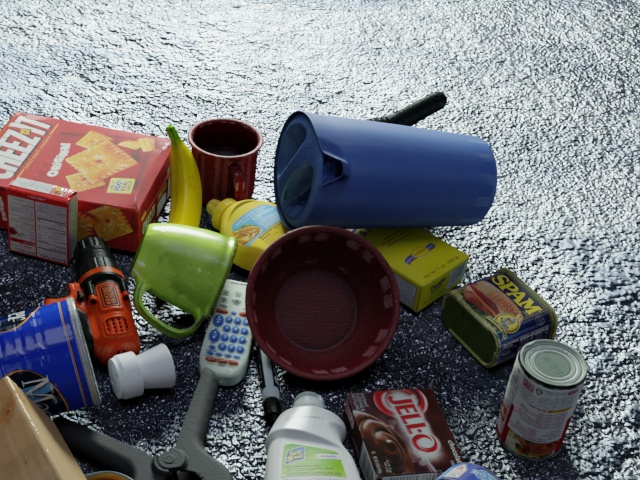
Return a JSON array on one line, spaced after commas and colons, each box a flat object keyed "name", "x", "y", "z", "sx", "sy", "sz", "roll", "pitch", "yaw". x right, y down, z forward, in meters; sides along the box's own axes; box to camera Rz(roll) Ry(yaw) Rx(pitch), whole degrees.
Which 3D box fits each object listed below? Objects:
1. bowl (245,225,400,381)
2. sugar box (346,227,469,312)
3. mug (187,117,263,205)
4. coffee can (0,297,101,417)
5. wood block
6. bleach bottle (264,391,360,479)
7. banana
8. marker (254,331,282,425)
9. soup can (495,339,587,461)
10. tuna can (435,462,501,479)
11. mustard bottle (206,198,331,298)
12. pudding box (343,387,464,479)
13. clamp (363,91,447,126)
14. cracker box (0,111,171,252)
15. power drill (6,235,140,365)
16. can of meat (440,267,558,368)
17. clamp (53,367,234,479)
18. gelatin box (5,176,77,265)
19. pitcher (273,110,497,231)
[{"name": "bowl", "x": -0.001, "y": 0.068, "z": 1.115, "sx": 0.162, "sy": 0.055, "sz": 0.162, "roll": 2, "pitch": 77, "yaw": -8}, {"name": "sugar box", "x": 0.077, "y": 0.008, "z": 1.254, "sx": 0.176, "sy": 0.048, "sz": 0.093, "roll": 34, "pitch": 43, "yaw": 28}, {"name": "mug", "x": -0.115, "y": -0.087, "z": 1.313, "sx": 0.093, "sy": 0.081, "sz": 0.117, "roll": -9, "pitch": 40, "yaw": -22}, {"name": "coffee can", "x": -0.282, "y": 0.119, "z": 0.975, "sx": 0.140, "sy": 0.103, "sz": 0.103, "roll": -15, "pitch": 42, "yaw": -13}, {"name": "wood block", "x": -0.231, "y": 0.222, "z": 0.856, "sx": 0.090, "sy": 0.090, "sz": 0.206, "roll": -37, "pitch": 50, "yaw": -9}, {"name": "bleach bottle", "x": 0.001, "y": 0.229, "z": 0.936, "sx": 0.102, "sy": 0.068, "sz": 0.251, "roll": 4, "pitch": 35, "yaw": -5}, {"name": "banana", "x": -0.167, "y": -0.036, "z": 1.242, "sx": 0.037, "sy": 0.069, "sz": 0.198, "roll": -21, "pitch": 56, "yaw": 29}, {"name": "marker", "x": -0.053, "y": 0.139, "z": 1.078, "sx": 0.020, "sy": 0.020, "sz": 0.121, "roll": 1, "pitch": 38, "yaw": -10}, {"name": "soup can", "x": 0.214, "y": 0.155, "z": 1.038, "sx": 0.068, "sy": 0.102, "sz": 0.068, "roll": 5, "pitch": 37, "yaw": -4}, {"name": "tuna can", "x": 0.132, "y": 0.238, "z": 0.928, "sx": 0.086, "sy": 0.086, "sz": 0.033, "roll": 33, "pitch": 42, "yaw": 30}, {"name": "mustard bottle", "x": -0.058, "y": 0.002, "z": 1.226, "sx": 0.192, "sy": 0.058, "sz": 0.096, "roll": 31, "pitch": 49, "yaw": 27}, {"name": "pudding box", "x": 0.078, "y": 0.192, "z": 1.017, "sx": 0.090, "sy": 0.039, "sz": 0.113, "roll": -2, "pitch": 38, "yaw": -15}, {"name": "clamp", "x": 0.085, "y": -0.140, "z": 1.431, "sx": 0.171, "sy": 0.120, "sz": 0.039, "roll": -19, "pitch": 65, "yaw": -6}, {"name": "cracker box", "x": -0.293, "y": -0.074, "z": 1.272, "sx": 0.214, "sy": 0.072, "sz": 0.164, "roll": 11, "pitch": 36, "yaw": 5}, {"name": "power drill", "x": -0.290, "y": 0.065, "z": 1.101, "sx": 0.187, "sy": 0.057, "sz": 0.184, "roll": -7, "pitch": 40, "yaw": -19}, {"name": "can of meat", "x": 0.193, "y": 0.085, "z": 1.167, "sx": 0.083, "sy": 0.057, "sz": 0.102, "roll": -18, "pitch": 43, "yaw": -27}, {"name": "clamp", "x": -0.146, "y": 0.207, "z": 0.957, "sx": 0.164, "sy": 0.036, "sz": 0.210, "roll": -13, "pitch": 42, "yaw": -16}, {"name": "gelatin box", "x": -0.308, "y": -0.021, "z": 1.185, "sx": 0.073, "sy": 0.089, "sz": 0.030, "roll": 13, "pitch": 36, "yaw": 6}, {"name": "pitcher", "x": 0.071, "y": -0.074, "z": 1.231, "sx": 0.242, "sy": 0.145, "sz": 0.149, "roll": 2, "pitch": 44, "yaw": -24}]
